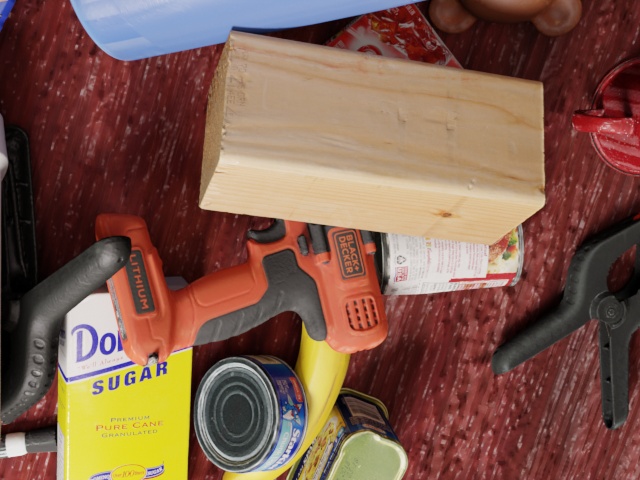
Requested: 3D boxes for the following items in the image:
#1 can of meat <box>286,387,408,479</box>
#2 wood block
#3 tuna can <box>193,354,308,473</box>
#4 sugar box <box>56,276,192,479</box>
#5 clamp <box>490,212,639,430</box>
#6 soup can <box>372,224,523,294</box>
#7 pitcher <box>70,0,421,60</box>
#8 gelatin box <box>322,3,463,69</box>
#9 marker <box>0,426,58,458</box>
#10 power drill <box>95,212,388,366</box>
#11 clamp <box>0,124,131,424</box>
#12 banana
[{"bbox_3d":[0.019,0.173,0.800,0.057,0.084,0.102,23,98,-13],"label":"can of meat"},{"bbox_3d":[0.031,-0.062,0.695,0.206,0.091,0.090,7,71,-13],"label":"wood block"},{"bbox_3d":[-0.052,0.126,0.777,0.033,0.086,0.086,8,104,-51],"label":"tuna can"},{"bbox_3d":[-0.143,0.116,0.776,0.093,0.048,0.176,-2,106,-22],"label":"sugar box"},{"bbox_3d":[0.207,0.053,0.826,0.120,0.039,0.171,17,93,-16],"label":"clamp"},{"bbox_3d":[0.089,0.003,0.782,0.102,0.068,0.068,-4,103,-7],"label":"soup can"},{"bbox_3d":[-0.037,-0.190,0.648,0.243,0.145,0.149,-11,133,18],"label":"pitcher"},{"bbox_3d":[0.054,-0.124,0.762,0.073,0.030,0.089,-37,104,12],"label":"gelatin box"},{"bbox_3d":[-0.250,0.154,0.789,0.121,0.020,0.020,-7,103,-7],"label":"marker"},{"bbox_3d":[-0.055,0.001,0.734,0.187,0.057,0.184,-12,82,-16],"label":"power drill"},{"bbox_3d":[-0.207,0.036,0.735,0.036,0.165,0.210,0,127,-44],"label":"clamp"},{"bbox_3d":[-0.018,0.109,0.799,0.037,0.070,0.198,9,102,-51],"label":"banana"}]
